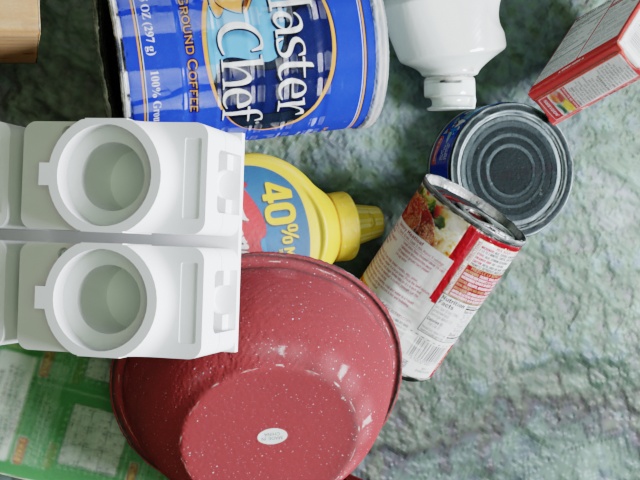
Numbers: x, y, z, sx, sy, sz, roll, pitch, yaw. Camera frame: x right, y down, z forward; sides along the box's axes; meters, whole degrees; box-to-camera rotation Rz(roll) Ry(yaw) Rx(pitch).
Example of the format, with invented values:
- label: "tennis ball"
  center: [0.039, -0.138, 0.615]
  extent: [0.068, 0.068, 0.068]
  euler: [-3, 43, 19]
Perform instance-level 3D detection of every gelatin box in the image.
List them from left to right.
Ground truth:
- label: "gelatin box"
  center: [0.174, -0.117, 0.642]
  extent: [0.030, 0.073, 0.089]
  euler: [47, 53, -12]

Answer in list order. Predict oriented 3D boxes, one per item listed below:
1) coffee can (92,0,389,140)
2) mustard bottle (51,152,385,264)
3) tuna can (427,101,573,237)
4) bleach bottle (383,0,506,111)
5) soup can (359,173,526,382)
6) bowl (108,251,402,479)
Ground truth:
- label: "coffee can"
  center: [-0.046, -0.104, 0.580]
  extent: [0.140, 0.103, 0.103]
  euler: [-9, 93, -15]
- label: "mustard bottle"
  center: [-0.054, 0.001, 0.599]
  extent: [0.191, 0.058, 0.096]
  euler: [-8, 89, -21]
- label: "tuna can"
  center: [0.112, -0.043, 0.662]
  extent: [0.086, 0.034, 0.086]
  euler: [0, 91, -16]
- label: "bleach bottle"
  center: [0.084, -0.204, 0.637]
  extent: [0.102, 0.068, 0.251]
  euler: [-2, 94, -15]
- label: "soup can"
  center: [0.062, 0.022, 0.614]
  extent: [0.068, 0.068, 0.102]
  euler: [28, 107, -15]
- label: "bowl"
  center: [-0.030, 0.088, 0.561]
  extent: [0.162, 0.055, 0.162]
  euler: [-4, 119, -8]
